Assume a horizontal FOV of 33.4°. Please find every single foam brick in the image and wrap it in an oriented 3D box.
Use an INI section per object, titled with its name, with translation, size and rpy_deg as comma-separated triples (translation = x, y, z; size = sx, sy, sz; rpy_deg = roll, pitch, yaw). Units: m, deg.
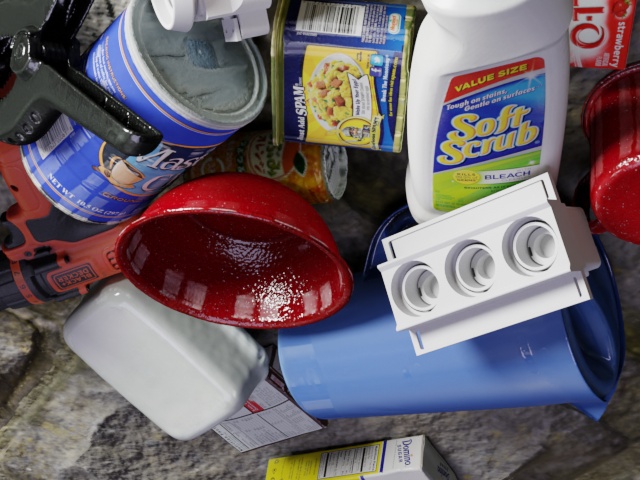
[foam brick]
translation = -0.067, 0.014, 0.827
size = 0.051, 0.053, 0.078
rpy_deg = 13, 138, 0

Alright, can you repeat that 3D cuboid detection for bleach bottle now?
[bleach bottle]
translation = 0.089, -0.090, 0.608
size = 0.102, 0.068, 0.251
rpy_deg = -2, 154, 10

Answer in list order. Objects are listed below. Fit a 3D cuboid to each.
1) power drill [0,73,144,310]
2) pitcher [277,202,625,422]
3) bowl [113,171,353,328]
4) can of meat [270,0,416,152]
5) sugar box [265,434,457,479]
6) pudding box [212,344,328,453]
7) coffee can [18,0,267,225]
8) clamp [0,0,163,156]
[power drill]
translation = -0.239, -0.025, 0.802
size = 0.184, 0.057, 0.187
rpy_deg = -19, 133, 8
[pitcher]
translation = 0.089, 0.057, 0.792
size = 0.243, 0.149, 0.144
rpy_deg = -13, 148, 31
[bowl]
translation = -0.055, 0.001, 0.725
size = 0.162, 0.055, 0.162
rpy_deg = 6, 149, 3
[can of meat]
translation = 0.014, -0.104, 0.673
size = 0.084, 0.057, 0.102
rpy_deg = 6, 139, 4
[sugar box]
translation = 0.041, 0.245, 1.062
size = 0.176, 0.048, 0.093
rpy_deg = -16, 131, 24
[pudding box]
translation = -0.059, 0.149, 0.986
size = 0.114, 0.039, 0.090
rpy_deg = -22, 128, 36
[coffee can]
translation = -0.116, -0.085, 0.691
size = 0.102, 0.102, 0.141
rpy_deg = 36, 134, -24
[clamp]
translation = -0.162, -0.122, 0.640
size = 0.036, 0.164, 0.210
rpy_deg = 6, 172, -44
